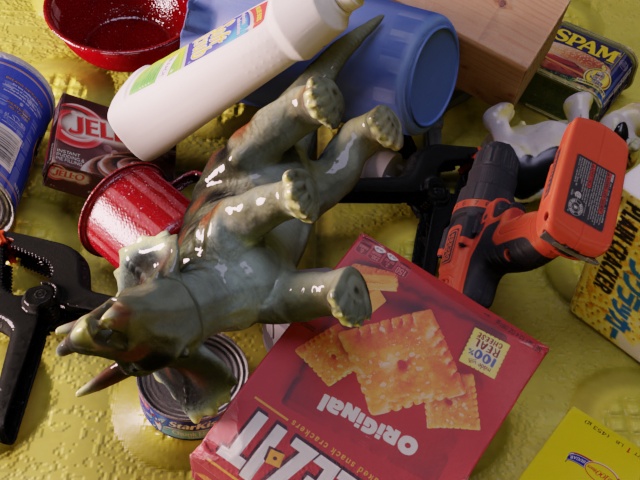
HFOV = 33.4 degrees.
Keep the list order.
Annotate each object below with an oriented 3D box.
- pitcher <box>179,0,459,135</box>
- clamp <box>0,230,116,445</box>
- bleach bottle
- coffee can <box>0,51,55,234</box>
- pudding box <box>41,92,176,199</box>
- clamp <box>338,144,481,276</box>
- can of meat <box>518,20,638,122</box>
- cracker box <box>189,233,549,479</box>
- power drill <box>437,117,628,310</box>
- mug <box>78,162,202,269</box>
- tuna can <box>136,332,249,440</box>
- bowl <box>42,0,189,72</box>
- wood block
[{"bbox_3d":[0.005,-0.174,0.989,0.243,0.145,0.149,18,52,29],"label":"pitcher"},{"bbox_3d":[-0.205,0.053,0.847,0.164,0.036,0.210,-24,45,-15],"label":"clamp"},{"bbox_3d":[-0.063,-0.156,0.889,0.251,0.068,0.102,-26,25,31],"label":"bleach bottle"},{"bbox_3d":[-0.300,-0.084,0.935,0.103,0.103,0.140,6,49,1],"label":"coffee can"},{"bbox_3d":[-0.186,-0.076,0.953,0.113,0.039,0.090,18,45,-23],"label":"pudding box"},{"bbox_3d":[0.098,-0.027,0.946,0.171,0.039,0.120,-28,89,-34],"label":"clamp"},{"bbox_3d":[0.253,-0.165,1.075,0.102,0.057,0.083,29,56,21],"label":"can of meat"},{"bbox_3d":[0.036,0.122,0.756,0.164,0.072,0.213,33,67,13],"label":"cracker box"},{"bbox_3d":[0.163,-0.026,0.851,0.057,0.188,0.184,24,64,-15],"label":"power drill"},{"bbox_3d":[-0.129,-0.012,0.883,0.117,0.093,0.082,-40,57,-21],"label":"mug"},{"bbox_3d":[-0.098,0.111,0.824,0.086,0.034,0.086,2,49,-2],"label":"tuna can"},{"bbox_3d":[-0.199,-0.223,1.095,0.162,0.055,0.162,2,49,-2],"label":"bowl"},{"bbox_3d":[0.116,-0.219,1.011,0.206,0.090,0.090,30,72,10],"label":"wood block"}]
